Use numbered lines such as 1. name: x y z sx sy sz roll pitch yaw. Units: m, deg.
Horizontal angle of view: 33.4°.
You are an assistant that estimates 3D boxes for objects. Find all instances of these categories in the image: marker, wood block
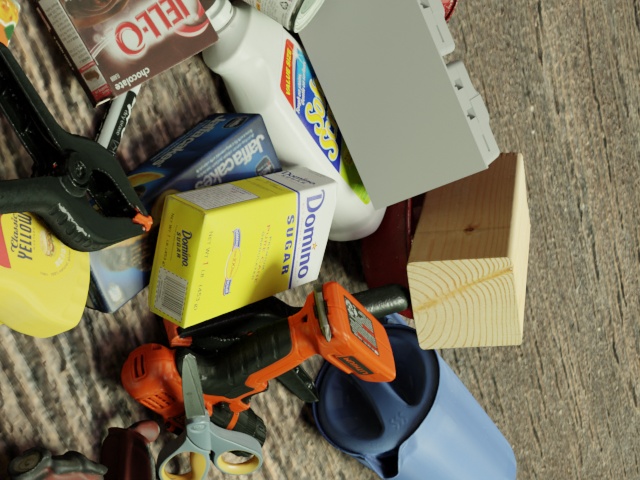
1. marker: -0.153 -0.096 0.807 0.020 0.020 0.121 29 75 -46
2. wood block: 0.141 0.003 0.985 0.206 0.091 0.090 -67 149 -58

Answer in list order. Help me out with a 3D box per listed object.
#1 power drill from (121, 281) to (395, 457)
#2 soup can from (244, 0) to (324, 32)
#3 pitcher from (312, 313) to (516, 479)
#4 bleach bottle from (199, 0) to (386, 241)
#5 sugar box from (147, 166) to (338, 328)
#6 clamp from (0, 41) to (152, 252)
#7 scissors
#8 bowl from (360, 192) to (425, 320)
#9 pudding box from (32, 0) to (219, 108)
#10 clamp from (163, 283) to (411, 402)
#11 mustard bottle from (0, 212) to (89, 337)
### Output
1. power drill: -0.039 0.112 0.859 0.184 0.188 0.057 44 26 -52
2. soup can: -0.045 -0.216 0.829 0.068 0.102 0.068 -56 175 -7
3. pitcher: 0.105 0.184 1.073 0.149 0.145 0.242 -54 137 -10
4. bleach bottle: -0.027 -0.109 0.908 0.250 0.068 0.102 46 50 -40
5. sugar box: -0.055 0.001 0.830 0.175 0.048 0.093 -16 126 -52
6. clamp: -0.173 -0.035 0.681 0.171 0.039 0.120 45 45 -42
7. scissors: -0.078 0.144 0.833 0.096 0.202 0.016 3 51 -19
8. bowl: 0.075 0.005 1.023 0.162 0.055 0.162 -3 90 -75
9. pudding box: -0.140 -0.161 0.779 0.113 0.039 0.090 -38 104 -36
10. clamp: -0.043 0.090 0.918 0.209 0.036 0.165 3 137 -32
11. mustard bottle: -0.226 -0.006 0.661 0.191 0.058 0.096 31 47 -55
